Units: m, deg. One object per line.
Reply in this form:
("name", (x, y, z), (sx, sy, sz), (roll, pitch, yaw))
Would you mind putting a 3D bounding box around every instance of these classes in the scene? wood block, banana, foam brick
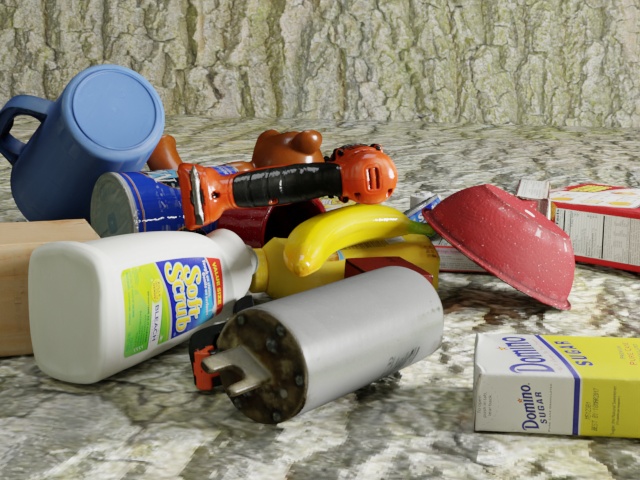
("wood block", (-0.278, 0.039, 0.823), (0.205, 0.090, 0.091), (-3, 12, -21))
("banana", (0.020, -0.006, 0.923), (0.070, 0.037, 0.197), (7, 16, 38))
("foam brick", (0.056, 0.046, 0.901), (0.053, 0.051, 0.078), (-2, 12, -17))

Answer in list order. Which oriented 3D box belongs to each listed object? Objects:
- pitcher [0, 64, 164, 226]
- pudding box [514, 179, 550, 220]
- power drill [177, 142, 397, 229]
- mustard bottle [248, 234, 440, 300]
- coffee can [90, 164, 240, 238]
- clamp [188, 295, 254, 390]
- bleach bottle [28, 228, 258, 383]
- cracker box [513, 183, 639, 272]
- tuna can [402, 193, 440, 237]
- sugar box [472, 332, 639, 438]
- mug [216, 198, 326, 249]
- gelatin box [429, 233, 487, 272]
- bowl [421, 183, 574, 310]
("pitcher", (-0.266, -0.104, 1.178), (0.149, 0.145, 0.243), (-13, -10, -28))
("pudding box", (0.216, -0.011, 1.099), (0.039, 0.090, 0.113), (3, 12, 10))
("power drill", (-0.033, -0.054, 0.958), (0.187, 0.057, 0.184), (-9, 6, -6))
("mustard bottle", (0.007, 0.024, 0.991), (0.191, 0.058, 0.096), (-2, 17, -17))
("coffee can", (-0.155, -0.024, 1.114), (0.140, 0.103, 0.103), (-7, 13, -34))
("clamp", (-0.052, 0.071, 0.807), (0.120, 0.039, 0.171), (-3, 7, 36))
("bleach bottle", (-0.120, 0.031, 0.835), (0.068, 0.102, 0.250), (7, 13, 25))
("cracker box", (0.338, -0.013, 1.170), (0.163, 0.072, 0.214), (-9, 14, -43))
("tuna can", (0.098, -0.014, 1.155), (0.086, 0.034, 0.086), (-32, 1, 1))
("sugar box", (0.187, 0.092, 0.691), (0.176, 0.048, 0.093), (3, 12, 8))
("mug", (-0.057, 0.001, 1.067), (0.082, 0.093, 0.117), (6, 48, 47))
("gelatin box", (0.155, 0.013, 1.130), (0.089, 0.030, 0.073), (1, 12, 13))
("bowl", (0.173, -0.004, 0.968), (0.162, 0.055, 0.162), (31, 14, -8))
